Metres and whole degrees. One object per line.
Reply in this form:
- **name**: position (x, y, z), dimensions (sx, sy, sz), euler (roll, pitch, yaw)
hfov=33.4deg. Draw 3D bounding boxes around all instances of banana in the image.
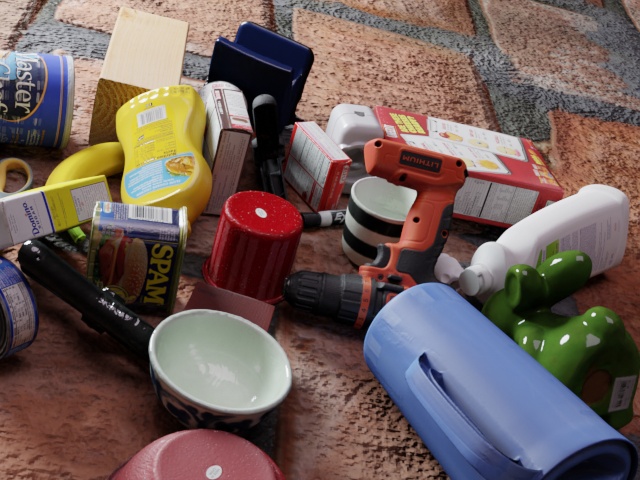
- **banana**: position (-0.243, -0.063, 1.125), dimensions (0.069, 0.037, 0.197), euler (42, 34, -11)

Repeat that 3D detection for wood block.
- **wood block**: position (-0.214, -0.190, 1.274), dimensions (0.090, 0.090, 0.206), euler (11, 33, -10)

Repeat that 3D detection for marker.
- **marker**: position (0.025, -0.026, 1.204), dimensions (0.120, 0.020, 0.020), euler (-5, 39, -31)

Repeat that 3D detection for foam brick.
- **foam brick**: position (-0.087, 0.081, 0.964), dimensions (0.078, 0.051, 0.053), euler (18, 32, 1)

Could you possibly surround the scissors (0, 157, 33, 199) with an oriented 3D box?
- **scissors**: position (-0.338, -0.029, 1.046), dimensions (0.096, 0.016, 0.201), euler (12, 33, -5)

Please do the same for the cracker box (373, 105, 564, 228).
- **cracker box**: position (0.169, -0.085, 1.301), dimensions (0.213, 0.072, 0.164), euler (11, 26, -10)

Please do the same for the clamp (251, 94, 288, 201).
- **clamp**: position (-0.056, -0.089, 1.193), dimensions (0.036, 0.164, 0.210), euler (-7, 13, -4)

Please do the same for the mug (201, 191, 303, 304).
- **mug**: position (-0.057, 0.001, 1.068), dimensions (0.093, 0.082, 0.117), euler (35, 37, 25)

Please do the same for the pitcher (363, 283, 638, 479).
- **pitcher**: position (0.134, 0.140, 0.902), dimensions (0.144, 0.149, 0.243), euler (-22, 43, -21)

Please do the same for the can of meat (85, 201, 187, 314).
- **can of meat**: position (-0.171, 0.015, 0.979), dimensions (0.083, 0.102, 0.057), euler (7, 35, -13)

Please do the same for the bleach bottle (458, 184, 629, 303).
- **bleach bottle**: position (0.244, 0.010, 1.176), dimensions (0.250, 0.102, 0.068), euler (-16, 23, -41)

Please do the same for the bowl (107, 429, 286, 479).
- **bowl**: position (-0.083, 0.193, 0.795), dimensions (0.162, 0.055, 0.162), euler (12, 32, -8)

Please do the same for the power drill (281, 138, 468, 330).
- **power drill**: position (0.065, -0.002, 1.059), dimensions (0.184, 0.187, 0.057), euler (12, -9, -9)

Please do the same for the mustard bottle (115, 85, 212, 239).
- **mustard bottle**: position (-0.161, -0.068, 1.110), dimensions (0.096, 0.058, 0.191), euler (-17, 57, 11)

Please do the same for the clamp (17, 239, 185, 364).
- **clamp**: position (-0.190, 0.055, 0.904), dimensions (0.171, 0.039, 0.120), euler (34, -7, 0)

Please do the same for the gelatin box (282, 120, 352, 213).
- **gelatin box**: position (-0.005, -0.084, 1.227), dimensions (0.030, 0.073, 0.089), euler (-9, 41, -34)

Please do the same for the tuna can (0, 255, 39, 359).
- **tuna can**: position (-0.272, 0.056, 0.884), dimensions (0.086, 0.086, 0.033), euler (34, 35, 25)

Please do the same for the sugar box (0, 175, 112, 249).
- **sugar box**: position (-0.269, -0.021, 0.959), dimensions (0.093, 0.048, 0.176), euler (-13, 4, 19)

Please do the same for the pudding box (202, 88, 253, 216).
- **pudding box**: position (-0.107, -0.096, 1.160), dimensions (0.039, 0.114, 0.090), euler (4, 36, -17)

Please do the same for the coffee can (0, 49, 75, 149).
- **coffee can**: position (-0.342, -0.155, 1.150), dimensions (0.140, 0.103, 0.103), euler (3, 35, -20)
